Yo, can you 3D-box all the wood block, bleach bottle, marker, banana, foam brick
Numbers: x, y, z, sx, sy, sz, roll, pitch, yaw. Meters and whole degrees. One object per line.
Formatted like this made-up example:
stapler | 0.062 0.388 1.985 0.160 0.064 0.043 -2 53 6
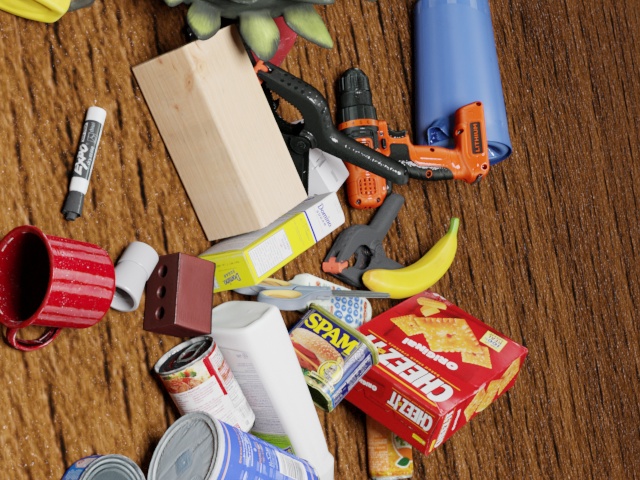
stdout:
wood block | -0.108 -0.115 1.159 0.090 0.090 0.206 -37 109 -46
bleach bottle | -0.050 0.190 1.165 0.068 0.103 0.251 -37 115 -39
marker | -0.235 -0.076 1.059 0.020 0.020 0.121 29 61 -42
banana | 0.121 0.036 1.382 0.197 0.037 0.069 -31 110 -42
foam brick | -0.146 0.058 1.105 0.051 0.053 0.078 18 67 -46

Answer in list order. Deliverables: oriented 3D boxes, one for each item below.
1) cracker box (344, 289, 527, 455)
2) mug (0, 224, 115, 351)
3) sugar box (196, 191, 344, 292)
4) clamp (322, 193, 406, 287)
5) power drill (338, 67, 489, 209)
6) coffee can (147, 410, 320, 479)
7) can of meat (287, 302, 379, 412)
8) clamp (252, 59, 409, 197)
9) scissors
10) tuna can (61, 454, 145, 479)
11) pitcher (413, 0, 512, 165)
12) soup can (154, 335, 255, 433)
cracker box | 0.131 0.152 1.312 0.213 0.164 0.072 -23 137 -49
mug | -0.247 0.048 0.975 0.081 0.093 0.117 13 103 -52
sugar box | -0.058 0.002 1.187 0.175 0.094 0.048 -32 106 -47
clamp | 0.065 0.003 1.367 0.171 0.039 0.120 -8 90 -52
power drill | 0.116 -0.136 1.373 0.187 0.057 0.184 -5 84 -5
coffee can | -0.083 0.239 1.042 0.140 0.103 0.102 33 58 -36
can of meat | 0.001 0.133 1.208 0.083 0.102 0.057 -46 152 -22
clamp | -0.006 -0.117 1.209 0.210 0.165 0.036 59 34 -28
scissors | 0.000 0.064 1.203 0.201 0.096 0.016 7 103 -17
tuna can | -0.206 0.245 1.008 0.085 0.034 0.086 14 71 -46
pitcher | 0.198 -0.224 1.512 0.145 0.149 0.243 0 75 -8
soup can | -0.118 0.159 1.102 0.068 0.069 0.102 -44 115 -44
